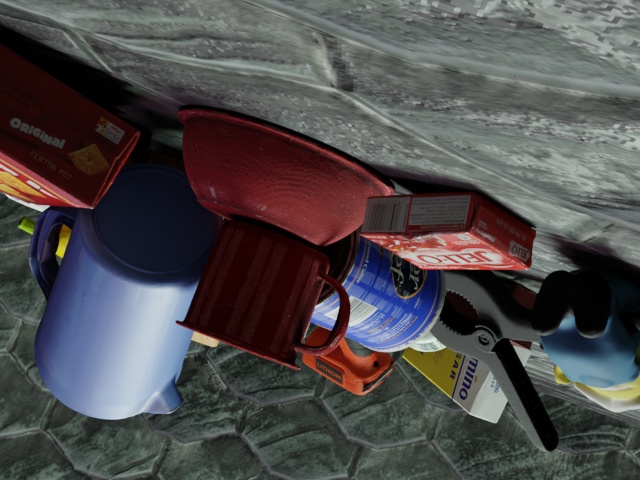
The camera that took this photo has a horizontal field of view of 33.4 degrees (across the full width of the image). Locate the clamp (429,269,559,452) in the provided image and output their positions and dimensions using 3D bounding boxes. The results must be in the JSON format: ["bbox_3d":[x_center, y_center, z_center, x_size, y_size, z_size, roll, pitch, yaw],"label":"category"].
[{"bbox_3d":[0.154,0.087,0.940,0.210,0.165,0.036,31,-137,22],"label":"clamp"}]

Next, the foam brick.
[{"bbox_3d":[0.161,0.064,1.006,0.078,0.051,0.052,14,170,46],"label":"foam brick"}]

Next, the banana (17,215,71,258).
[{"bbox_3d":[-0.242,0.005,1.086,0.069,0.037,0.198,37,175,8],"label":"banana"}]

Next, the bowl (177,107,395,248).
[{"bbox_3d":[-0.032,-0.036,0.739,0.162,0.055,0.162,20,174,2],"label":"bowl"}]

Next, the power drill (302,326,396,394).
[{"bbox_3d":[-0.003,0.057,1.072,0.185,0.057,0.187,27,147,42],"label":"power drill"}]

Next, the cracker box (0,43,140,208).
[{"bbox_3d":[-0.241,-0.089,0.770,0.164,0.072,0.214,32,170,-22],"label":"cracker box"}]

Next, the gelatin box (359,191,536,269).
[{"bbox_3d":[0.082,-0.004,0.689,0.089,0.030,0.073,0,160,42],"label":"gelatin box"}]

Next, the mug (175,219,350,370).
[{"bbox_3d":[-0.033,0.040,0.740,0.117,0.081,0.093,18,173,26],"label":"mug"}]

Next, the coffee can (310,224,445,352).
[{"bbox_3d":[0.025,0.026,0.869,0.103,0.103,0.140,15,172,39],"label":"coffee can"}]

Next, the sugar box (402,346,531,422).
[{"bbox_3d":[0.164,0.130,1.227,0.048,0.093,0.176,23,-175,-22],"label":"sugar box"}]

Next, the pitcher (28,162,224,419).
[{"bbox_3d":[-0.163,0.036,0.867,0.149,0.145,0.243,8,148,-15],"label":"pitcher"}]
